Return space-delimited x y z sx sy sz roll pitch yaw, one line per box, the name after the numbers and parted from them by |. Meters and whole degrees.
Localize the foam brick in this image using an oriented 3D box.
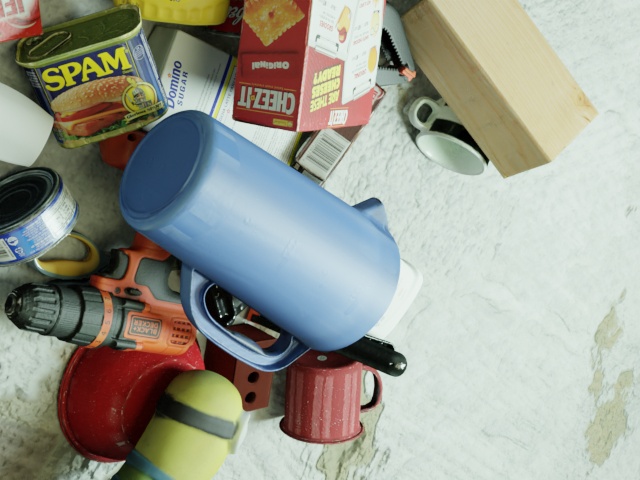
-0.083 0.130 1.080 0.052 0.051 0.078 -6 111 -43 | foam brick

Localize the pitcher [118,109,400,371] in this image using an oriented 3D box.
-0.056 0.001 0.909 0.242 0.145 0.149 34 44 -41 | pitcher

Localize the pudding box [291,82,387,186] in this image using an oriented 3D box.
0.015 -0.102 1.056 0.039 0.090 0.113 37 77 0 | pudding box

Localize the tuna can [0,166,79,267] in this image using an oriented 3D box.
-0.237 -0.020 0.843 0.086 0.086 0.033 -43 130 -24 | tuna can

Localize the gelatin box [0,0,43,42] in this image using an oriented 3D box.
-0.255 -0.184 0.797 0.089 0.030 0.073 -20 120 -38 | gelatin box

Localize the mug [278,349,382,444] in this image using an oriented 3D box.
0.014 0.164 1.157 0.117 0.093 0.081 -2 104 -20 | mug

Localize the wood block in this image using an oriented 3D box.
0.181 -0.179 1.117 0.090 0.090 0.206 -43 100 -25 | wood block

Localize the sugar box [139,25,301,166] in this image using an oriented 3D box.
-0.091 -0.122 0.975 0.175 0.048 0.093 20 91 -43 | sugar box

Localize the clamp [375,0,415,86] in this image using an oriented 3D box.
0.029 -0.221 1.057 0.209 0.036 0.164 21 93 -45 | clamp

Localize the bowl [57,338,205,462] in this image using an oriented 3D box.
-0.163 0.145 1.006 0.161 0.055 0.162 -19 120 -38 | bowl

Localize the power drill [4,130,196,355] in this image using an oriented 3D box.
-0.171 0.002 0.917 0.184 0.057 0.187 16 86 -46 | power drill

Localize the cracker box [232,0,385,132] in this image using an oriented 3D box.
-0.003 -0.206 0.914 0.164 0.072 0.214 -19 119 -64 | cracker box

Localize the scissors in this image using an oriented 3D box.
-0.186 0.042 0.965 0.201 0.016 0.096 20 87 -49 | scissors

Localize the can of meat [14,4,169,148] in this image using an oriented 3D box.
-0.180 -0.130 0.854 0.102 0.057 0.084 -17 128 -1 | can of meat

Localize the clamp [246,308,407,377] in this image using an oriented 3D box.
0.010 0.099 1.112 0.120 0.171 0.039 62 50 -81 | clamp
